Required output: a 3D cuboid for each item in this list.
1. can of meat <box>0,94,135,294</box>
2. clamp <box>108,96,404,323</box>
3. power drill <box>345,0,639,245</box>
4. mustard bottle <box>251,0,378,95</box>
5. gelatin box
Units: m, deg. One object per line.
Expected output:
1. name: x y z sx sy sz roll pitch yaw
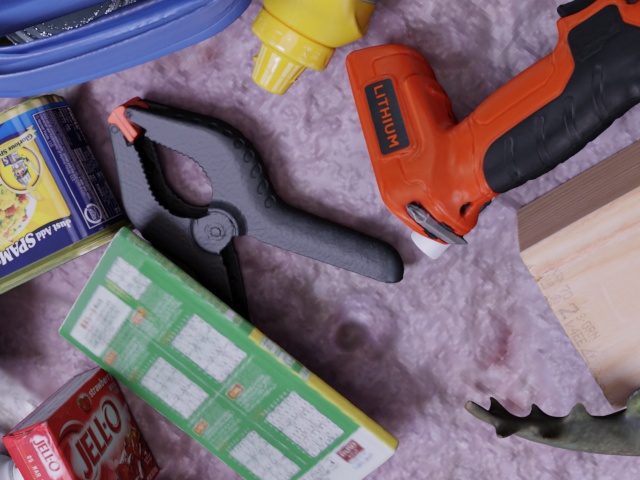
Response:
1. can of meat: -0.165 -0.021 0.576 0.102 0.057 0.084 -24 96 15
2. clamp: -0.054 0.001 0.570 0.171 0.039 0.120 41 104 -1
3. power drill: 0.103 -0.095 0.481 0.188 0.057 0.184 -29 54 27
4. mustard bottle: 0.021 -0.153 0.489 0.058 0.096 0.192 31 107 2
5. gelatin box: -0.127 0.118 0.583 0.030 0.089 0.073 -22 98 14
